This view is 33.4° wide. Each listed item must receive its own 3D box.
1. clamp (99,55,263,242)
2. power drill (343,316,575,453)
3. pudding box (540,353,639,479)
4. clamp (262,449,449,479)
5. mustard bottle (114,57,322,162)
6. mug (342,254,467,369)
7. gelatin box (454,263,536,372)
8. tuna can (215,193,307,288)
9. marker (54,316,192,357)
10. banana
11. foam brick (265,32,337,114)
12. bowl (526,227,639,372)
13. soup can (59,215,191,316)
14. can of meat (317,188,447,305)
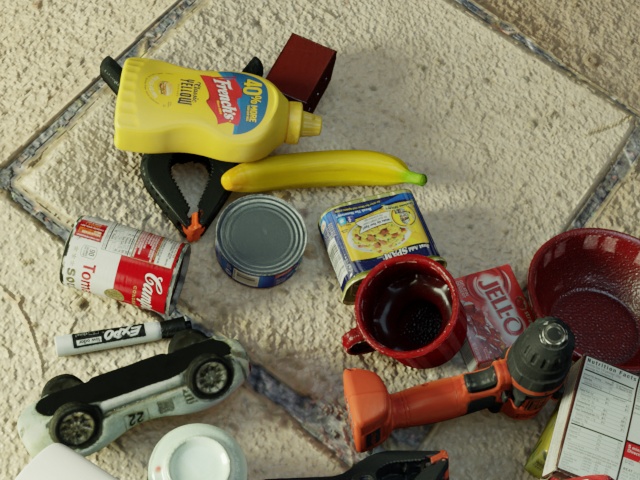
[{"bbox_3d":[-0.140,-0.099,1.044,0.164,0.036,0.210,4,63,-7],"label":"clamp"},{"bbox_3d":[0.115,0.123,0.896,0.187,0.184,0.057,-10,64,-3],"label":"power drill"},{"bbox_3d":[0.243,0.162,0.889,0.090,0.039,0.113,21,61,4],"label":"pudding box"},{"bbox_3d":[0.038,0.220,0.881,0.171,0.039,0.120,-14,33,-15],"label":"clamp"},{"bbox_3d":[-0.094,-0.119,1.006,0.191,0.058,0.096,7,52,-7],"label":"mustard bottle"},{"bbox_3d":[0.075,0.074,0.954,0.117,0.081,0.093,-28,65,7],"label":"mug"},{"bbox_3d":[0.160,0.072,1.004,0.073,0.030,0.089,-14,66,-15],"label":"gelatin box"},{"bbox_3d":[-0.057,0.001,1.006,0.086,0.034,0.086,3,62,-7],"label":"tuna can"},{"bbox_3d":[-0.175,0.086,0.953,0.121,0.020,0.020,-8,65,-13],"label":"marker"},{"bbox_3d":[0.000,-0.068,1.035,0.197,0.070,0.037,-3,97,-10],"label":"banana"},{"bbox_3d":[-0.024,-0.160,1.084,0.051,0.053,0.078,25,63,4],"label":"foam brick"},{"bbox_3d":[0.266,0.067,1.000,0.162,0.055,0.162,4,52,-5],"label":"bowl"},{"bbox_3d":[-0.174,0.022,0.959,0.102,0.068,0.068,16,62,0],"label":"soup can"},{"bbox_3d":[0.056,0.005,1.009,0.102,0.057,0.084,-13,63,-16],"label":"can of meat"}]
